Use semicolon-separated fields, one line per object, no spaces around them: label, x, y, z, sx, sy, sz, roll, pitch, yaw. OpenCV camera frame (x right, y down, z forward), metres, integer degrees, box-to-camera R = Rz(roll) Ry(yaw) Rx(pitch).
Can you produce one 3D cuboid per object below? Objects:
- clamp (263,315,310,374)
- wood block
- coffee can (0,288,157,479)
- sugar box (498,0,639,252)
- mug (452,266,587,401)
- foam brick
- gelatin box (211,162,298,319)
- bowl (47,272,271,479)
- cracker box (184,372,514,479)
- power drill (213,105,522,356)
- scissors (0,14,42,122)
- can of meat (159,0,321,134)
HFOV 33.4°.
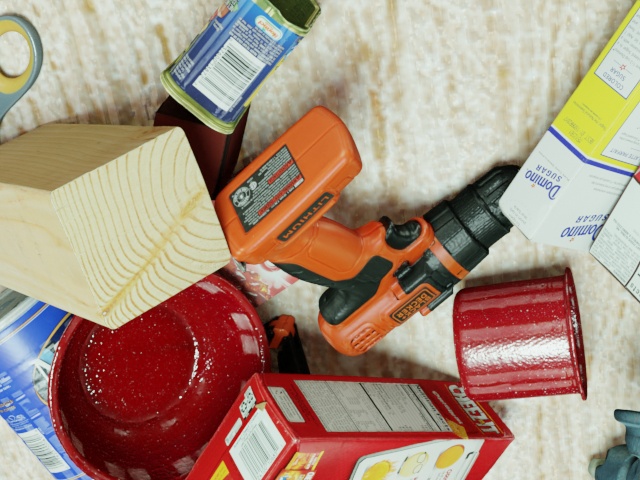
clamp;-0.065;0.133;0.834;0.120;0.039;0.171;11;109;-1
wood block;-0.157;-0.017;0.687;0.206;0.090;0.090;10;125;54
coffee can;-0.197;0.103;0.804;0.103;0.102;0.140;-30;107;19
sugar box;0.196;-0.074;0.674;0.093;0.048;0.176;10;124;-42
mug;0.143;0.075;0.757;0.082;0.093;0.117;-8;149;17
foam brick;-0.082;-0.069;0.725;0.053;0.078;0.051;14;115;0
gelatin box;-0.055;0.001;0.767;0.073;0.030;0.089;-33;109;5
bowl;-0.118;0.092;0.749;0.161;0.055;0.162;-5;101;-28
cracker box;0.010;0.174;0.763;0.213;0.072;0.164;8;124;-40
power drill;0.037;-0.011;0.697;0.184;0.057;0.187;-42;137;13
scissors;-0.229;-0.078;0.776;0.096;0.016;0.202;-10;112;13
can of meat;-0.048;-0.126;0.681;0.057;0.102;0.084;39;111;-10
